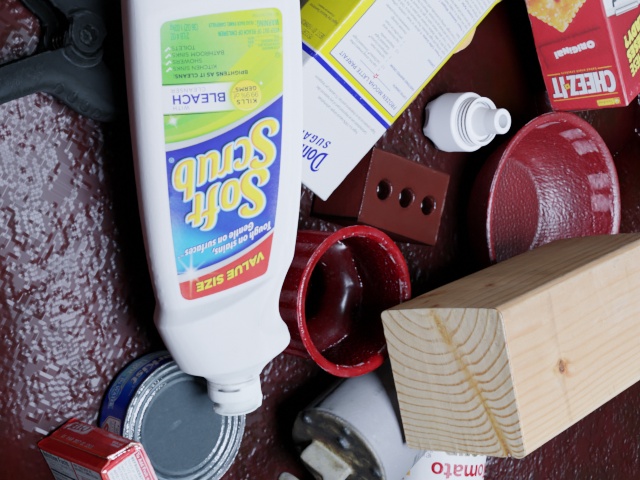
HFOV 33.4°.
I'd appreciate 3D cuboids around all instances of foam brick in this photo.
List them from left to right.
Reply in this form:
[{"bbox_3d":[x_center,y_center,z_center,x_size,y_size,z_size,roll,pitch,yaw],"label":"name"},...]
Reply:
[{"bbox_3d":[0.042,-0.030,0.730,0.078,0.051,0.053,15,84,-40],"label":"foam brick"}]

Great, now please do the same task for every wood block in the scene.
[{"bbox_3d":[0.145,0.061,0.698,0.205,0.090,0.091,-17,99,-46],"label":"wood block"}]

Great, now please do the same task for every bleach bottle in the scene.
[{"bbox_3d":[-0.050,-0.025,0.595,0.102,0.068,0.251,-8,104,-12],"label":"bleach bottle"}]

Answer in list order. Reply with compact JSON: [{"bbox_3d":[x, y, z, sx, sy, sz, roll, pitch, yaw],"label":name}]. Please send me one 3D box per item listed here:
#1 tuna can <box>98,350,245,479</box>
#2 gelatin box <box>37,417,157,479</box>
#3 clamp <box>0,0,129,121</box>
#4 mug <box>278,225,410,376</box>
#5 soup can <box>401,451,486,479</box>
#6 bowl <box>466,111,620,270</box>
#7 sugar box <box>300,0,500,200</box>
[{"bbox_3d":[-0.089,0.110,0.645,0.085,0.034,0.086,-4,97,-40],"label":"tuna can"},{"bbox_3d":[-0.115,0.148,0.602,0.030,0.073,0.089,-33,113,-34],"label":"gelatin box"},{"bbox_3d":[-0.142,-0.101,0.578,0.171,0.039,0.120,22,82,-39],"label":"clamp"},{"bbox_3d":[0.005,0.038,0.686,0.117,0.082,0.093,25,78,-38],"label":"mug"},{"bbox_3d":[0.083,0.186,0.775,0.068,0.069,0.102,9,88,-40],"label":"soup can"},{"bbox_3d":[0.165,-0.019,0.832,0.161,0.055,0.162,-4,97,-40],"label":"bowl"},{"bbox_3d":[0.026,-0.118,0.661,0.176,0.048,0.093,-46,138,5],"label":"sugar box"}]
